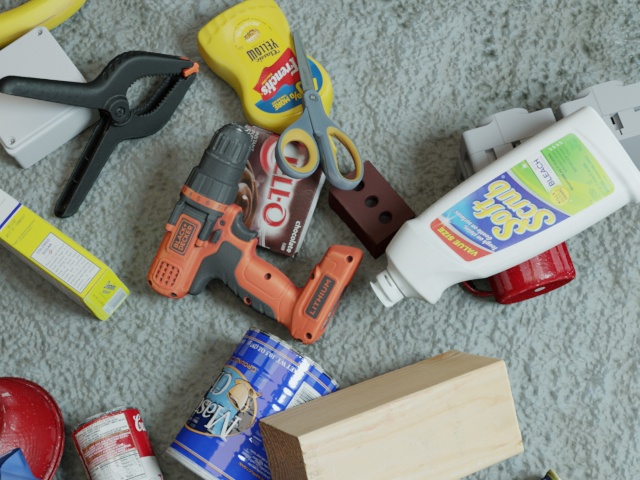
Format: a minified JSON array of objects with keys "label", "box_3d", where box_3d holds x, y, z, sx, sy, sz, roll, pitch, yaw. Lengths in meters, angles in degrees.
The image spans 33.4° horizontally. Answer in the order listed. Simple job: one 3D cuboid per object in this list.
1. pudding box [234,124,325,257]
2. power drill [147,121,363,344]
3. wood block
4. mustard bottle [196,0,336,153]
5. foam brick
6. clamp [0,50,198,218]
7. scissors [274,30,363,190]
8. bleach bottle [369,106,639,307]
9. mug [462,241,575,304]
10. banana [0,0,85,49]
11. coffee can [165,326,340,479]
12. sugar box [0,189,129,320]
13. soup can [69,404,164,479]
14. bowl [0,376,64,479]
[{"label":"pudding box","box_3d":[-0.048,-0.050,1.073,0.090,0.039,0.113,20,98,10]},{"label":"power drill","box_3d":[-0.057,0.001,1.032,0.188,0.057,0.184,28,101,9]},{"label":"wood block","box_3d":[0.063,0.173,0.940,0.205,0.091,0.090,-16,97,-24]},{"label":"mustard bottle","box_3d":[-0.043,-0.162,1.117,0.096,0.058,0.192,-31,73,-15]},{"label":"foam brick","box_3d":[0.051,-0.031,1.073,0.053,0.051,0.078,-38,74,-9]},{"label":"clamp","box_3d":[-0.220,-0.141,1.089,0.209,0.164,0.036,-39,41,-17]},{"label":"scissors","box_3d":[-0.023,-0.130,1.053,0.096,0.016,0.202,-11,61,-30]},{"label":"bleach bottle","box_3d":[0.161,-0.013,0.965,0.251,0.068,0.102,-34,83,6]},{"label":"mug","box_3d":[0.186,0.016,1.038,0.117,0.093,0.081,-25,75,27]},{"label":"banana","box_3d":[-0.326,-0.251,1.177,0.197,0.037,0.070,-34,56,-9]},{"label":"coffee can","box_3d":[-0.062,0.166,0.989,0.103,0.103,0.140,31,76,12]},{"label":"sugar box","box_3d":[-0.276,0.006,1.058,0.176,0.093,0.048,37,77,13]},{"label":"soup can","box_3d":[-0.186,0.214,0.999,0.068,0.068,0.102,-23,73,-4]},{"label":"bowl","box_3d":[-0.324,0.188,0.997,0.162,0.055,0.162,-8,54,11]}]
